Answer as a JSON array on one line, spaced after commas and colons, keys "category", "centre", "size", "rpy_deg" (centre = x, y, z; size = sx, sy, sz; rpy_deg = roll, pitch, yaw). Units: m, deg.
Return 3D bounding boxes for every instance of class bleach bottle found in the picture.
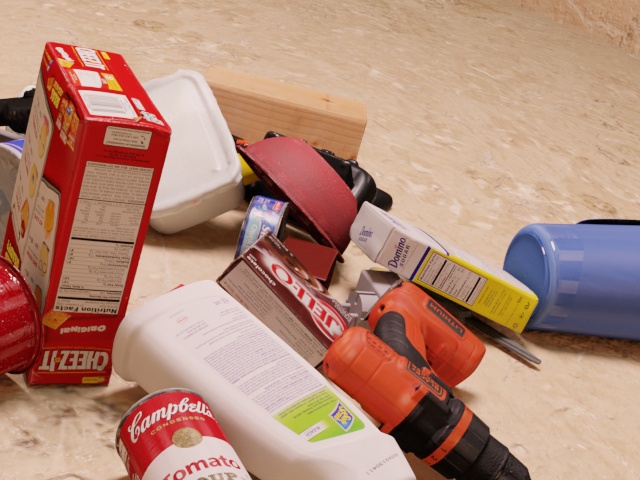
[{"category": "bleach bottle", "centre": [-0.030, 0.129, 0.750], "size": [0.251, 0.068, 0.102], "rpy_deg": [37, 41, 27]}]

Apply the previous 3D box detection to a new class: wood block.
[{"category": "wood block", "centre": [-0.052, -0.147, 1.349], "size": [0.206, 0.090, 0.091], "rpy_deg": [14, 22, -5]}]

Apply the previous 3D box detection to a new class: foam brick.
[{"category": "foam brick", "centre": [-0.019, 0.038, 0.994], "size": [0.053, 0.051, 0.078], "rpy_deg": [17, 22, 4]}]

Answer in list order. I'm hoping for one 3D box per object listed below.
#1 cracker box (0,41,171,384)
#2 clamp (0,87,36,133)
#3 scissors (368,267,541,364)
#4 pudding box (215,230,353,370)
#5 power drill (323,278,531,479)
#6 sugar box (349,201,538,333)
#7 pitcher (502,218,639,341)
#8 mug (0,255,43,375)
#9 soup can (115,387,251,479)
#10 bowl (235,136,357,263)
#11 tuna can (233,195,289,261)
[{"category": "cracker box", "centre": [-0.185, -0.022, 0.814], "size": [0.072, 0.214, 0.164], "rpy_deg": [5, 25, -28]}, {"category": "clamp", "centre": [-0.273, -0.123, 1.003], "size": [0.164, 0.036, 0.210], "rpy_deg": [-20, 22, -28]}, {"category": "scissors", "centre": [0.120, 0.069, 1.056], "size": [0.096, 0.016, 0.202], "rpy_deg": [2, 25, -36]}, {"category": "pudding box", "centre": [-0.028, 0.052, 0.907], "size": [0.113, 0.039, 0.090], "rpy_deg": [45, 18, -1]}, {"category": "power drill", "centre": [0.092, 0.114, 0.844], "size": [0.184, 0.057, 0.187], "rpy_deg": [41, 16, -4]}, {"category": "sugar box", "centre": [0.118, 0.026, 1.039], "size": [0.176, 0.048, 0.093], "rpy_deg": [23, 10, -20]}, {"category": "pitcher", "centre": [0.315, 0.037, 1.119], "size": [0.242, 0.145, 0.149], "rpy_deg": [4, -7, -18]}, {"category": "mug", "centre": [-0.263, 0.064, 0.745], "size": [0.117, 0.093, 0.081], "rpy_deg": [-6, 11, 38]}, {"category": "soup can", "centre": [-0.083, 0.150, 0.673], "size": [0.068, 0.068, 0.102], "rpy_deg": [2, 27, -30]}, {"category": "bowl", "centre": [-0.013, -0.053, 1.087], "size": [0.162, 0.055, 0.162], "rpy_deg": [47, -4, 4]}, {"category": "tuna can", "centre": [-0.057, 0.001, 1.009], "size": [0.034, 0.086, 0.086], "rpy_deg": [15, 23, 2]}]
